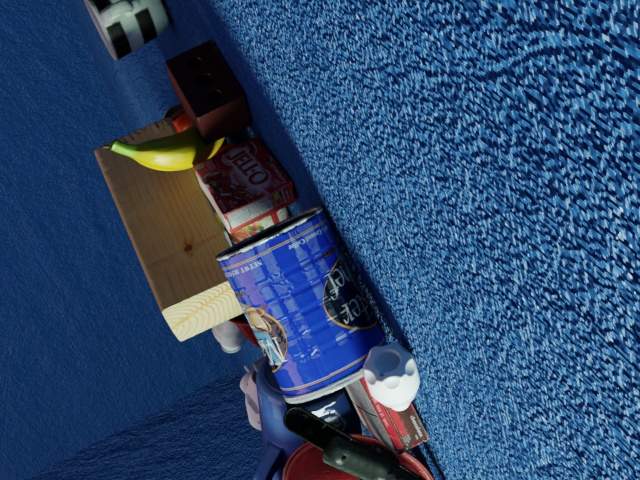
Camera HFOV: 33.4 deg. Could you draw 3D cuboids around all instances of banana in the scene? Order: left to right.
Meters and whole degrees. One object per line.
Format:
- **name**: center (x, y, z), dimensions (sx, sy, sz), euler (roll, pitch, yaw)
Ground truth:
- **banana**: center (-0.133, -0.111, 1.086), dimensions (0.069, 0.037, 0.197), euler (44, -149, 1)

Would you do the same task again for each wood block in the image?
- **wood block**: center (-0.154, -0.013, 1.123), dimensions (0.090, 0.090, 0.206), euler (76, 168, -64)

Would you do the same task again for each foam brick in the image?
- **foam brick**: center (-0.110, -0.144, 1.044), dimensions (0.078, 0.053, 0.051), euler (58, 169, 24)

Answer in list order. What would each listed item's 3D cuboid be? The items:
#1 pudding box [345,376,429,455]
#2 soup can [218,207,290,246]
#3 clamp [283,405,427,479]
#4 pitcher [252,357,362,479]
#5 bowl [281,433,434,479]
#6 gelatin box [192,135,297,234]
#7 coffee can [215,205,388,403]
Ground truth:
- **pudding box**: center (0.053, 0.142, 0.997), dimensions (0.090, 0.039, 0.114), euler (64, 169, -9)
- **soup can**: center (-0.057, 0.001, 1.111), dimensions (0.069, 0.068, 0.102), euler (50, 164, 54)
- **clamp**: center (0.050, 0.204, 0.948), dimensions (0.171, 0.039, 0.120), euler (29, -178, -12)
- **pitcher**: center (-0.015, 0.248, 1.252), dimensions (0.149, 0.145, 0.243), euler (-94, -3, -57)
- **bowl**: center (0.035, 0.267, 1.051), dimensions (0.055, 0.162, 0.162), euler (-70, -36, -54)
- **gelatin box**: center (-0.073, -0.056, 1.027), dimensions (0.089, 0.073, 0.030), euler (55, 167, 44)
- **coffee can**: center (-0.014, 0.055, 0.921), dimensions (0.140, 0.102, 0.103), euler (64, 171, -5)
